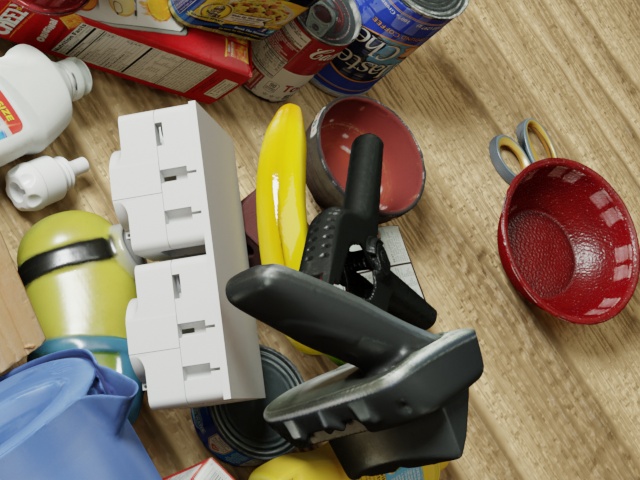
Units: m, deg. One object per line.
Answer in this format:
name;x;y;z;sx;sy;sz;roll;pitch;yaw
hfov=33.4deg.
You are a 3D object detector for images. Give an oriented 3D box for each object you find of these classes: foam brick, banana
foam brick;-0.055;0.001;0.809;0.053;0.078;0.051;46;48;-8
banana;-0.020;-0.003;0.761;0.069;0.037;0.198;0;80;-71

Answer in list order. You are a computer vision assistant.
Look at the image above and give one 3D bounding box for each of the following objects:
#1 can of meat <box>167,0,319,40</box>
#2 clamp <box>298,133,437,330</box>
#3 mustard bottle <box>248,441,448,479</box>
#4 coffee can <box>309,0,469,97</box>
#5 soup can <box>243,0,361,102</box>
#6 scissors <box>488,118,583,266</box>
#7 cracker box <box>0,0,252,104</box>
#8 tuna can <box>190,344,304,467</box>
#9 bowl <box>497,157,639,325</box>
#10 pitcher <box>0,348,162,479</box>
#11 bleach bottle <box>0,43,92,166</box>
can of meat;-0.054;-0.195;0.802;0.101;0.084;0.057;6;69;-40
clamp;0.028;0.005;0.774;0.209;0.036;0.164;-19;93;-67
mustard bottle;0.034;0.181;0.792;0.191;0.058;0.096;-20;103;-40
coffee can;0.048;-0.203;0.941;0.102;0.141;0.103;16;60;-29
soup can;-0.022;-0.169;0.899;0.068;0.102;0.068;16;60;-29
scissors;0.223;-0.031;1.064;0.096;0.016;0.202;-1;69;-34
cracker box;-0.158;-0.214;0.829;0.213;0.072;0.164;14;63;-38
tuna can;-0.051;0.121;0.782;0.086;0.034;0.086;16;60;-29
bowl;0.223;0.006;1.010;0.161;0.055;0.162;8;71;-25
pitcher;-0.137;0.197;0.607;0.144;0.149;0.243;-39;110;-33
bleach bottle;-0.263;-0.083;0.709;0.250;0.068;0.102;-30;95;-41
